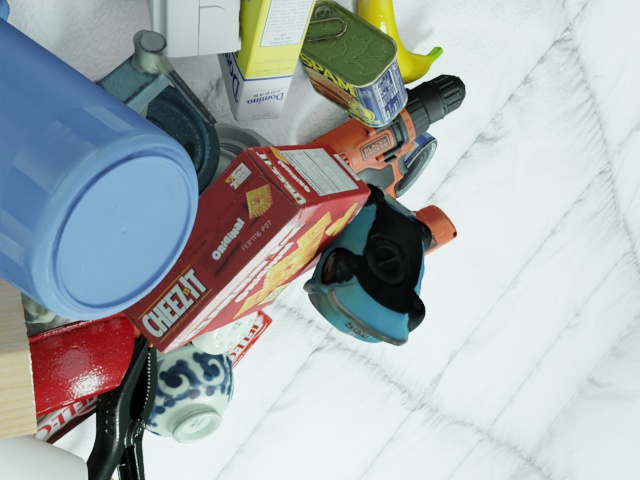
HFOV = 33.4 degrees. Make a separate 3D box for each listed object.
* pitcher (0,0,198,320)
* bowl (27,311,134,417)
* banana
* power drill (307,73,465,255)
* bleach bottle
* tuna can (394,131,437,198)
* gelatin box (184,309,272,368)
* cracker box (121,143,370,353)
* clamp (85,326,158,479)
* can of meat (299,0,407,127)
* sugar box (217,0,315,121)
[{"bbox_3d":[-0.192,-0.050,0.594,0.144,0.243,0.149,2,115,-55],"label":"pitcher"},{"bbox_3d":[-0.215,0.108,0.865,0.162,0.055,0.162,-21,174,-2],"label":"bowl"},{"bbox_3d":[0.070,-0.200,1.057,0.197,0.037,0.069,32,78,-64],"label":"banana"},{"bbox_3d":[0.087,-0.069,1.132,0.184,0.057,0.187,-28,127,-8],"label":"power drill"},{"bbox_3d":[-0.303,0.169,0.846,0.103,0.068,0.250,-22,141,23],"label":"bleach bottle"},{"bbox_3d":[0.095,-0.089,1.207,0.086,0.034,0.086,-48,165,-17],"label":"tuna can"},{"bbox_3d":[-0.099,0.104,1.160,0.089,0.030,0.073,-50,153,-4],"label":"gelatin box"},{"bbox_3d":[-0.056,0.001,0.883,0.164,0.072,0.213,-46,172,16],"label":"cracker box"},{"bbox_3d":[-0.193,0.184,1.005,0.164,0.036,0.210,-22,124,-74],"label":"clamp"},{"bbox_3d":[0.027,-0.157,0.966,0.057,0.102,0.084,-49,155,-9],"label":"can of meat"},{"bbox_3d":[-0.045,-0.171,0.788,0.048,0.093,0.176,-7,157,-18],"label":"sugar box"}]
